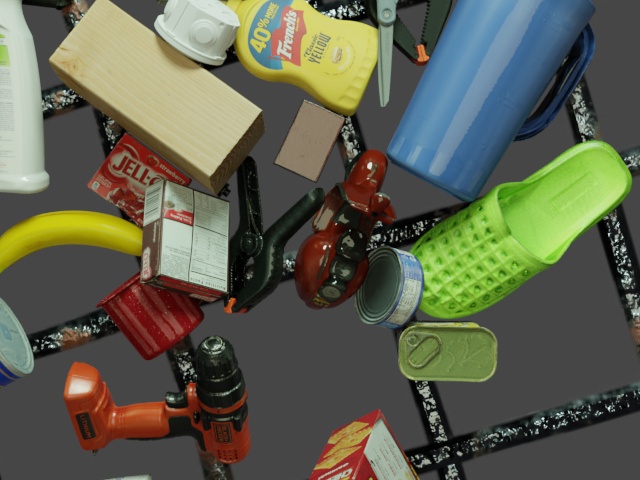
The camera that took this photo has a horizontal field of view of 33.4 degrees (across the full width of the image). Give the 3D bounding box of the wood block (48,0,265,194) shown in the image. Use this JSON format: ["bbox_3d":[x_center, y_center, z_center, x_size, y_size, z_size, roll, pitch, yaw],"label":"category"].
[{"bbox_3d":[-0.168,-0.149,1.117,0.206,0.090,0.091,36,82,5],"label":"wood block"}]

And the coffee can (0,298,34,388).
[{"bbox_3d":[-0.395,0.130,1.141,0.140,0.103,0.103,-28,92,2],"label":"coffee can"}]

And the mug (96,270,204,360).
[{"bbox_3d":[-0.171,0.068,1.150,0.117,0.093,0.081,-41,98,-34],"label":"mug"}]

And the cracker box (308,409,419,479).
[{"bbox_3d":[0.058,0.285,1.084,0.072,0.213,0.164,-28,93,13],"label":"cracker box"}]

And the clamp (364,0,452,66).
[{"bbox_3d":[0.097,-0.296,1.147,0.164,0.036,0.210,-19,88,2],"label":"clamp"}]

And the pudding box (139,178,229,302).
[{"bbox_3d":[-0.140,0.001,1.121,0.089,0.039,0.113,20,61,-38],"label":"pudding box"}]

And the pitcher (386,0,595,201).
[{"bbox_3d":[0.178,-0.163,1.115,0.149,0.145,0.243,30,96,12],"label":"pitcher"}]

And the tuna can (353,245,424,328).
[{"bbox_3d":[0.073,0.051,1.138,0.033,0.086,0.086,15,93,-30],"label":"tuna can"}]

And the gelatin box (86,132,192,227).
[{"bbox_3d":[-0.197,-0.063,1.166,0.089,0.030,0.073,37,92,-1],"label":"gelatin box"}]

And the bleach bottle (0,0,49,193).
[{"bbox_3d":[-0.338,-0.179,1.126,0.102,0.068,0.251,4,102,2],"label":"bleach bottle"}]

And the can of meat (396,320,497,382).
[{"bbox_3d":[0.132,0.115,1.141,0.102,0.084,0.057,1,93,1],"label":"can of meat"}]

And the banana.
[{"bbox_3d":[-0.275,0.000,1.169,0.198,0.037,0.069,-10,110,3],"label":"banana"}]

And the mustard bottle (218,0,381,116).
[{"bbox_3d":[-0.033,-0.213,1.142,0.191,0.058,0.096,24,85,0],"label":"mustard bottle"}]

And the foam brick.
[{"bbox_3d":[-0.011,-0.107,1.149,0.051,0.053,0.078,25,92,0],"label":"foam brick"}]

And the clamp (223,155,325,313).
[{"bbox_3d":[-0.057,0.001,1.142,0.120,0.039,0.171,16,98,42],"label":"clamp"}]

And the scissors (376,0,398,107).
[{"bbox_3d":[0.086,-0.245,1.115,0.096,0.016,0.202,-13,84,0],"label":"scissors"}]

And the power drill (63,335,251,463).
[{"bbox_3d":[-0.169,0.168,1.123,0.188,0.057,0.184,1,132,6],"label":"power drill"}]
